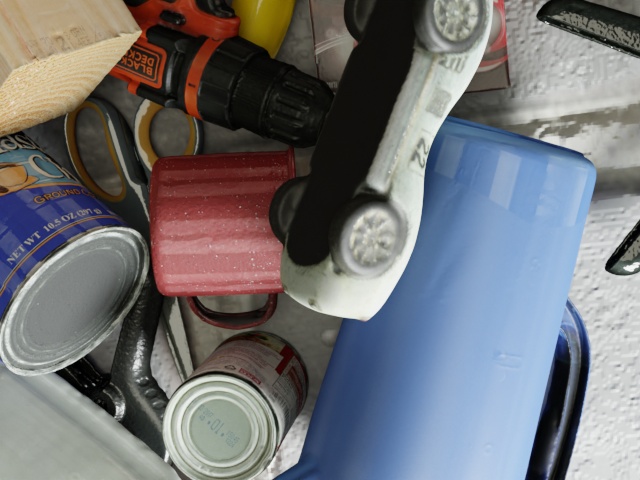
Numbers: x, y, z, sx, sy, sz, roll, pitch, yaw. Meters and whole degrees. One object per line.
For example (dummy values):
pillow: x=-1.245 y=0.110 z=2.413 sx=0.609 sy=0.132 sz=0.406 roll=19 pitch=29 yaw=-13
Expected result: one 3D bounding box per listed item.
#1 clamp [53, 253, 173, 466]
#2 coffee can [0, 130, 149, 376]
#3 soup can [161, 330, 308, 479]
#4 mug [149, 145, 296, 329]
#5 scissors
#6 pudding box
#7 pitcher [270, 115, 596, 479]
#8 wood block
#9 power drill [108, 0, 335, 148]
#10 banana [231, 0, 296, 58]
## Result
clamp: x=-0.144 y=0.094 z=0.679 sx=0.120 sy=0.039 sz=0.171 roll=-2 pitch=101 yaw=22
coffee can: x=-0.182 y=-0.005 z=0.613 sx=0.140 sy=0.102 sz=0.103 roll=39 pitch=102 yaw=24
soup can: x=-0.048 y=0.098 z=0.632 sx=0.068 sy=0.102 sz=0.068 roll=1 pitch=98 yaw=8
mug: x=-0.054 y=0.001 z=0.623 sx=0.081 sy=0.093 sz=0.117 roll=-2 pitch=121 yaw=-2
scissors: x=-0.090 y=-0.007 z=0.668 sx=0.096 sy=0.016 sz=0.202 roll=-28 pitch=94 yaw=10
pudding box: x=0.051 y=-0.127 z=0.620 sx=0.113 sy=0.039 sz=0.090 roll=-5 pitch=97 yaw=8
pitcher: x=0.080 y=0.059 z=0.607 sx=0.145 sy=0.149 sz=0.243 roll=18 pitch=97 yaw=20
wood block: x=-0.200 y=-0.164 z=0.571 sx=0.091 sy=0.090 sz=0.206 roll=-35 pitch=87 yaw=45
power drill: x=-0.056 y=-0.156 z=0.578 sx=0.184 sy=0.057 sz=0.188 roll=23 pitch=116 yaw=17
banana: x=-0.041 y=-0.187 z=0.628 sx=0.070 sy=0.037 sz=0.198 roll=-6 pitch=96 yaw=32
